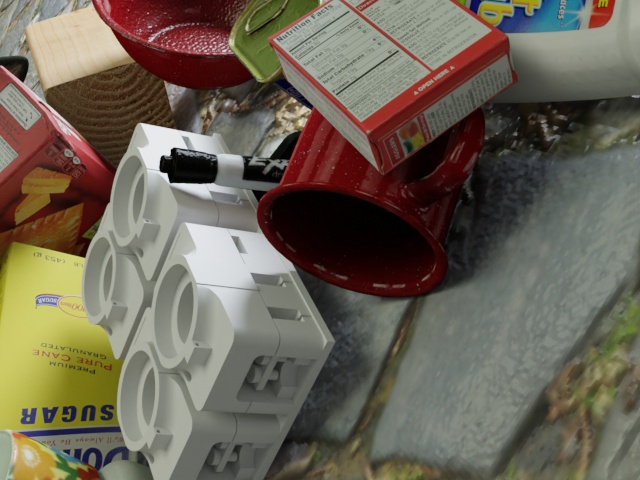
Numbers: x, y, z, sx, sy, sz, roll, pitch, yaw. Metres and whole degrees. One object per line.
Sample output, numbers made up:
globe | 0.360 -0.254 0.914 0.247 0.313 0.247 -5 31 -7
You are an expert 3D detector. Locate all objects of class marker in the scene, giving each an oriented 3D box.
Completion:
marker | -0.025 -0.034 0.564 0.020 0.121 0.020 -175 90 -70

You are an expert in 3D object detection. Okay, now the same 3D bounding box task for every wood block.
wood block | -0.186 -0.127 0.896 0.090 0.091 0.206 -19 29 -11

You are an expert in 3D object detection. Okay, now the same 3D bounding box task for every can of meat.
can of meat | 0.003 -0.104 0.622 0.057 0.083 0.102 -53 29 10

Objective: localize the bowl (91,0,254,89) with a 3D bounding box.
bowl | -0.085 -0.158 0.781 0.162 0.162 0.055 -94 8 -47

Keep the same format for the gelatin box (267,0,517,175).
gelatin box | 0.030 -0.079 0.470 0.073 0.030 0.089 -35 48 -8

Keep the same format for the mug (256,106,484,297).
mug | 0.033 -0.034 0.502 0.117 0.093 0.081 -25 38 54

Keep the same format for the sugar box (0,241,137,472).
sugar box | -0.157 0.091 0.644 0.048 0.093 0.176 -51 34 43

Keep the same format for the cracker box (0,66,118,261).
cracker box | -0.235 0.007 0.719 0.213 0.164 0.072 -45 72 -3
